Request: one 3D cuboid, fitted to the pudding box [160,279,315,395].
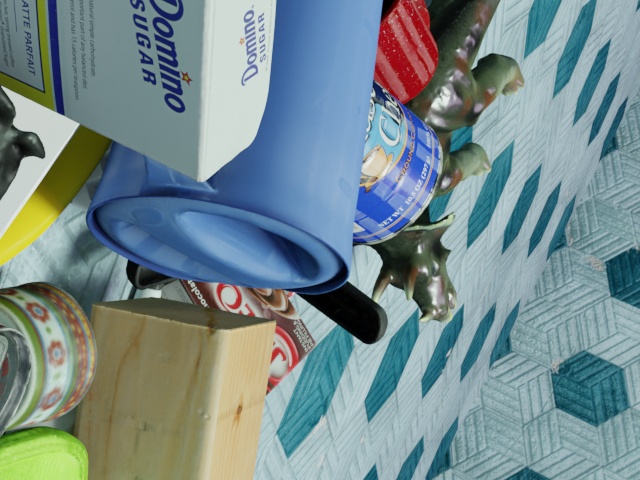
[{"bbox_3d":[-0.062,0.058,0.793,0.039,0.113,0.089,-28,-172,36],"label":"pudding box"}]

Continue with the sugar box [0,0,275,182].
[{"bbox_3d":[-0.098,-0.098,0.375,0.048,0.176,0.093,-46,153,-45],"label":"sugar box"}]

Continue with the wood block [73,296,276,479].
[{"bbox_3d":[-0.095,0.145,0.653,0.090,0.090,0.206,2,97,-74],"label":"wood block"}]

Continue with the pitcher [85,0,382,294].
[{"bbox_3d":[-0.032,-0.104,0.555,0.149,0.144,0.243,-21,-126,56],"label":"pitcher"}]

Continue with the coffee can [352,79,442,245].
[{"bbox_3d":[0.002,-0.071,0.720,0.140,0.103,0.103,32,82,-42],"label":"coffee can"}]

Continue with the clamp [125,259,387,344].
[{"bbox_3d":[-0.055,0.001,0.726,0.210,0.164,0.036,-118,-136,-63],"label":"clamp"}]

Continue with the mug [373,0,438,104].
[{"bbox_3d":[0.038,-0.158,0.783,0.081,0.093,0.117,51,44,-46],"label":"mug"}]
